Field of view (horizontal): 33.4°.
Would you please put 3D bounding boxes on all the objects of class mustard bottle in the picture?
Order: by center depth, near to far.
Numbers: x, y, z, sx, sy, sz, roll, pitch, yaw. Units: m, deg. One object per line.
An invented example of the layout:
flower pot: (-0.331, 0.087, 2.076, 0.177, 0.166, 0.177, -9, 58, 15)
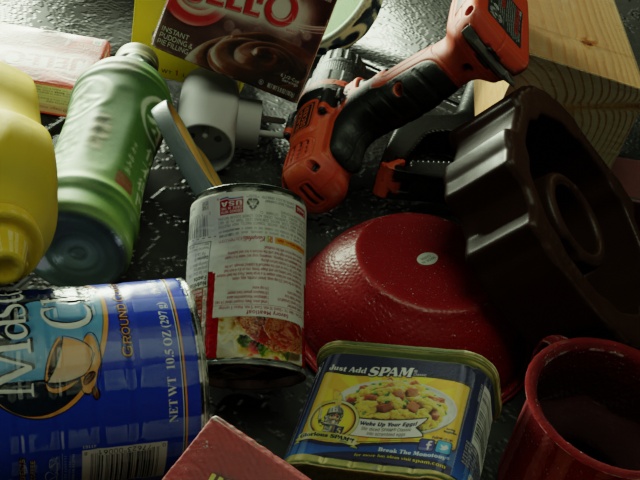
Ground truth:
mustard bottle: (-0.181, -0.028, 0.582, 0.058, 0.096, 0.192, 25, 14, -30)

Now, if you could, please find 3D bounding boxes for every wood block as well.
wood block: (0.172, -0.132, 0.803, 0.091, 0.090, 0.206, 17, 34, -4)

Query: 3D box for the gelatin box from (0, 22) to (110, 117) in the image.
gelatin box: (-0.209, -0.128, 0.800, 0.089, 0.030, 0.073, 9, 40, -3)

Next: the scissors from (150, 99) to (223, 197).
scissors: (-0.054, 0.001, 0.686, 0.016, 0.096, 0.202, -29, 79, 2)

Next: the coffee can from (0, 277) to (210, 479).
coffee can: (-0.134, 0.074, 0.524, 0.140, 0.103, 0.103, -4, 42, -18)

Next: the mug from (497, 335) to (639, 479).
mug: (0.139, 0.104, 0.571, 0.093, 0.082, 0.117, -4, 42, -18)

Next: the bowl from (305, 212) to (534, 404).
bowl: (0.061, 0.032, 0.658, 0.162, 0.055, 0.162, 7, 39, -6)

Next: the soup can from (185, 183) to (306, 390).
soup can: (-0.041, 0.027, 0.597, 0.068, 0.069, 0.102, 4, 70, -10)

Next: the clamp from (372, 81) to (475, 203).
clamp: (0.127, -0.065, 0.803, 0.165, 0.036, 0.209, 36, 42, 27)

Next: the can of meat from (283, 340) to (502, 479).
can of meat: (0.037, 0.103, 0.554, 0.102, 0.057, 0.083, 3, 39, 19)

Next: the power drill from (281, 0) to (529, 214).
power drill: (0.056, -0.117, 0.747, 0.057, 0.188, 0.184, 41, 34, -23)

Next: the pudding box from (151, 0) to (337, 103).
pudding box: (-0.053, -0.160, 0.759, 0.113, 0.090, 0.039, 20, 10, -11)
